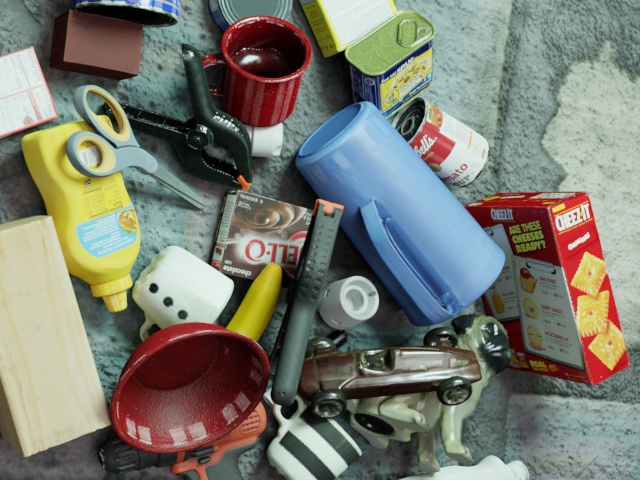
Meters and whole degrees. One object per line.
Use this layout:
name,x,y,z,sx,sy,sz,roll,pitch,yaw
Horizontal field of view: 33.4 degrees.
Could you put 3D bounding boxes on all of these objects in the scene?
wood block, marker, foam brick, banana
wood block,-0.279,0.087,1.016,0.090,0.091,0.206,-18,100,-26
marker,-0.015,0.141,1.196,0.121,0.020,0.020,-40,109,-20
foam brick,-0.222,-0.193,1.058,0.078,0.051,0.053,7,87,-28
banana,-0.101,0.111,1.123,0.197,0.037,0.069,-47,154,-9

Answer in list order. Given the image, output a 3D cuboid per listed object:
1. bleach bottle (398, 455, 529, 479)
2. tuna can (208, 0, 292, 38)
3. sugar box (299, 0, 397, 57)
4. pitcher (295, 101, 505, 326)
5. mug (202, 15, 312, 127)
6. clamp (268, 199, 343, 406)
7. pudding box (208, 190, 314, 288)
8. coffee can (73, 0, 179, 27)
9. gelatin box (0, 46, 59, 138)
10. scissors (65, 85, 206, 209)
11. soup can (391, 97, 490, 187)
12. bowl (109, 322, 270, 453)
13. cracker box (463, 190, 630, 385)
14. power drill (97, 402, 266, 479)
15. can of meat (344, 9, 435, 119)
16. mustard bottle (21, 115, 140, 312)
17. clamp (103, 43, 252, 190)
bleach bottle,0.142,0.310,1.261,0.250,0.068,0.102,-17,100,-28
tuna can,-0.076,-0.257,1.141,0.086,0.034,0.086,-1,92,-27
sugar box,0.012,-0.302,1.179,0.093,0.048,0.176,-31,103,-25
pitcher,0.084,-0.026,1.175,0.145,0.149,0.242,-46,108,-18
mug,-0.072,-0.171,1.106,0.117,0.082,0.093,-6,57,-15
clamp,-0.017,0.064,1.091,0.036,0.164,0.210,15,99,-6
pudding box,-0.058,0.001,1.157,0.113,0.039,0.090,14,86,-27
coffee can,-0.185,-0.289,1.044,0.102,0.103,0.140,4,90,-28
gelatin box,-0.307,-0.138,1.028,0.089,0.030,0.073,-24,101,-25
scissors,-0.184,-0.066,1.056,0.201,0.016,0.096,54,44,-37
soup can,0.138,-0.113,1.239,0.102,0.069,0.068,28,79,-26
bowl,-0.134,0.133,1.045,0.162,0.055,0.162,-15,132,-18
cracker box,0.263,0.051,1.256,0.072,0.164,0.214,-21,102,-27
power drill,-0.131,0.269,1.118,0.184,0.057,0.187,-12,97,-27
can of meat,0.080,-0.193,1.190,0.102,0.057,0.084,-37,150,-17
mustard bottle,-0.225,-0.022,1.053,0.096,0.058,0.191,-29,107,-53
clamp,-0.122,-0.121,1.092,0.171,0.120,0.039,35,36,-28
